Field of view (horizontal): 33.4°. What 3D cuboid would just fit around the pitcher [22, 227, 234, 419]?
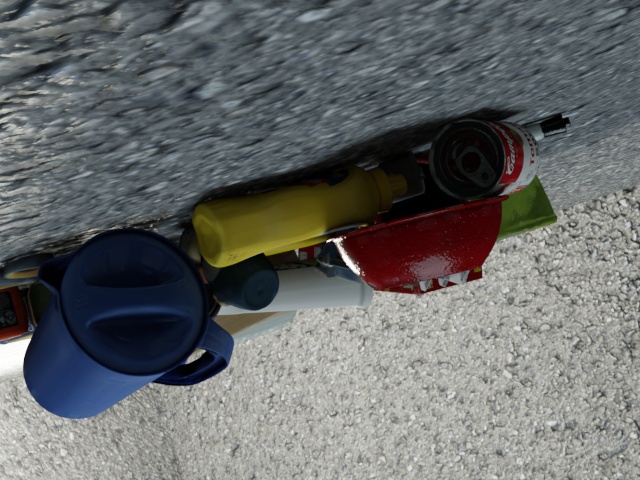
[{"bbox_3d":[-0.196,0.096,1.007,0.144,0.149,0.243,-24,171,-32],"label":"pitcher"}]

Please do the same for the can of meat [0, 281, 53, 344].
[{"bbox_3d":[-0.302,0.077,1.166,0.084,0.057,0.101,-17,175,35],"label":"can of meat"}]

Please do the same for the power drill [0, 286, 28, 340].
[{"bbox_3d":[-0.395,0.093,1.046,0.188,0.057,0.184,-17,180,34],"label":"power drill"}]

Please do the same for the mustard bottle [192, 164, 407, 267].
[{"bbox_3d":[-0.011,-0.027,0.942,0.191,0.058,0.096,-15,-176,-18],"label":"mustard bottle"}]

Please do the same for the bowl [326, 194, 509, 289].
[{"bbox_3d":[0.088,0.006,0.917,0.162,0.055,0.162,-13,178,-1],"label":"bowl"}]

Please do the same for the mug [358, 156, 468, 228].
[{"bbox_3d":[0.093,-0.033,1.063,0.117,0.093,0.081,-24,178,14],"label":"mug"}]

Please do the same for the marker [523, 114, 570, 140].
[{"bbox_3d":[0.187,-0.099,1.054,0.121,0.020,0.020,-18,175,11],"label":"marker"}]

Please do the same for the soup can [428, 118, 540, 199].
[{"bbox_3d":[0.145,-0.071,0.931,0.069,0.068,0.102,-19,175,29],"label":"soup can"}]

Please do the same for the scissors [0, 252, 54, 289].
[{"bbox_3d":[-0.246,0.025,1.002,0.096,0.016,0.201,-20,174,36],"label":"scissors"}]

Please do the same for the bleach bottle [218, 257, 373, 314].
[{"bbox_3d":[-0.066,0.061,1.349,0.250,0.068,0.103,-6,-172,-25],"label":"bleach bottle"}]
